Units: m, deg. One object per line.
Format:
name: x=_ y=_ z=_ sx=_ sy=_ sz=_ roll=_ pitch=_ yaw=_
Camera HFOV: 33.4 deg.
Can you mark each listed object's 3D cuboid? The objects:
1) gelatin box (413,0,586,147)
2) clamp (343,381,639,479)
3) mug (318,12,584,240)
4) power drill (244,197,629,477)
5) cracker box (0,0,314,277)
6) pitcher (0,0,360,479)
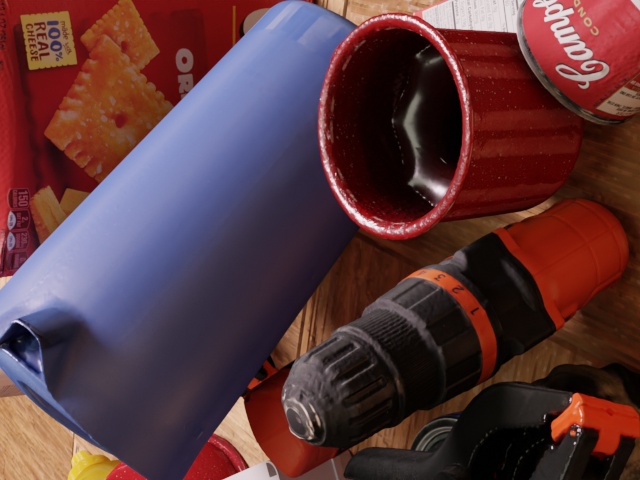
gelatin box: x=0.088 y=-0.086 z=0.514 sx=0.089 sy=0.030 sz=0.073 roll=-12 pitch=84 yaw=51
clamp: x=0.060 y=0.118 z=0.421 sx=0.172 sy=0.039 sz=0.120 roll=-46 pitch=44 yaw=50
mug: x=0.052 y=-0.056 z=0.470 sx=0.117 sy=0.081 sz=0.093 roll=44 pitch=127 yaw=39
power drill: x=0.032 y=0.058 z=0.496 sx=0.057 sy=0.184 sz=0.188 roll=61 pitch=148 yaw=7
cracker box: x=-0.104 y=-0.070 z=0.627 sx=0.072 sy=0.213 sz=0.164 roll=12 pitch=104 yaw=51
pitcher: x=-0.054 y=0.001 z=0.561 sx=0.242 sy=0.145 sz=0.149 roll=-51 pitch=23 yaw=-12
